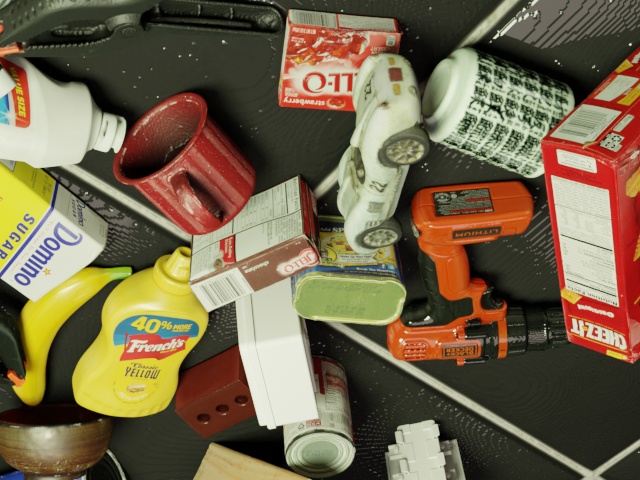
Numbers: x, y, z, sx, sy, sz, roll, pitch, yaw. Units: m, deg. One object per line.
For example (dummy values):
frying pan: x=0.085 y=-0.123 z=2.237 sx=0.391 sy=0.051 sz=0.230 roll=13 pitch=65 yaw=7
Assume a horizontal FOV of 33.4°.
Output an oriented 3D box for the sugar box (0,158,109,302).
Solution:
sugar box: x=-0.273 y=-0.029 z=0.896 sx=0.093 sy=0.048 sz=0.176 roll=-34 pitch=122 yaw=21

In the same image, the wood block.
wood block: x=-0.048 y=0.271 z=1.048 sx=0.090 sy=0.206 sz=0.090 roll=33 pitch=74 yaw=-26

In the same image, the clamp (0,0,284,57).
clamp: x=-0.135 y=-0.169 z=0.751 sx=0.210 sy=0.036 sz=0.164 roll=-8 pitch=167 yaw=0

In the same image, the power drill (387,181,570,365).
power drill: x=0.151 y=0.036 z=0.974 sx=0.184 sy=0.057 sz=0.188 roll=-5 pitch=128 yaw=-1

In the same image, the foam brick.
foam brick: x=-0.096 y=0.147 z=1.045 sx=0.078 sy=0.051 sz=0.053 roll=-28 pitch=126 yaw=16

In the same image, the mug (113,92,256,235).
mug: x=-0.102 y=-0.051 z=0.852 sx=0.093 sy=0.117 sz=0.081 roll=-37 pitch=128 yaw=8

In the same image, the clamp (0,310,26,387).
clamp: x=-0.317 y=0.067 z=0.931 sx=0.120 sy=0.039 sz=0.171 roll=-40 pitch=126 yaw=23

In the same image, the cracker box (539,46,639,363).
cracker box: x=0.262 y=-0.032 z=0.866 sx=0.164 sy=0.072 sz=0.213 roll=-41 pitch=133 yaw=-28

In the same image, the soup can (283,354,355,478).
soup can: x=-0.004 y=0.171 z=1.039 sx=0.068 sy=0.102 sz=0.068 roll=-2 pitch=128 yaw=-3

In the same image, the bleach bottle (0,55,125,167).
bleach bottle: x=-0.271 y=-0.118 z=0.806 sx=0.250 sy=0.102 sz=0.068 roll=13 pitch=153 yaw=-23

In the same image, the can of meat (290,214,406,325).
can of meat: x=0.022 y=0.026 z=0.939 sx=0.102 sy=0.084 sz=0.057 roll=4 pitch=128 yaw=-8

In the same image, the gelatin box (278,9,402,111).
gelatin box: x=0.015 y=-0.140 z=0.842 sx=0.089 sy=0.030 sz=0.073 roll=4 pitch=128 yaw=-7

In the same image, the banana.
banana: x=-0.251 y=0.086 z=0.994 sx=0.069 sy=0.037 sz=0.198 roll=28 pitch=121 yaw=-23

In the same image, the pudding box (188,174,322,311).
pudding box: x=-0.056 y=0.001 z=0.910 sx=0.113 sy=0.090 sz=0.039 roll=-22 pitch=125 yaw=13

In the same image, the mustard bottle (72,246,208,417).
mustard bottle: x=-0.156 y=0.081 z=0.983 sx=0.096 sy=0.058 sz=0.192 roll=10 pitch=127 yaw=-27
